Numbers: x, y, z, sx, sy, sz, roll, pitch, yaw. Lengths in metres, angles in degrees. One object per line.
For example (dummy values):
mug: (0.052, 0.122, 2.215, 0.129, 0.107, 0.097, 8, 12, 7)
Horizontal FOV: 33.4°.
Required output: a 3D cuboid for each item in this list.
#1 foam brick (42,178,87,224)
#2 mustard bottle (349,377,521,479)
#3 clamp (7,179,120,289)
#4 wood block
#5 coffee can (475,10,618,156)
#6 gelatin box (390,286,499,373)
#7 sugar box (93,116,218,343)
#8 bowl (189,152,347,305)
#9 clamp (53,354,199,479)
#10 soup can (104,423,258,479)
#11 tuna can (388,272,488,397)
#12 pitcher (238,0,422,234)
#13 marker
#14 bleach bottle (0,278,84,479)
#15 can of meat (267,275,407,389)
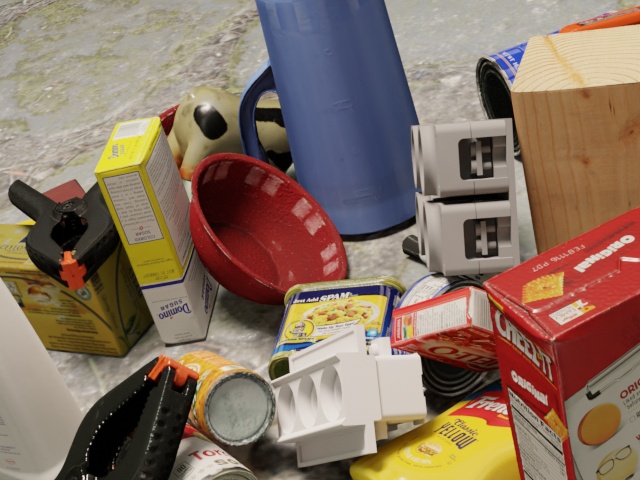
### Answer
foam brick: (-0.250, -0.011, 1.068, 0.051, 0.078, 0.053, -24, 32, -17)
mustard bottle: (0.120, 0.128, 0.684, 0.191, 0.058, 0.096, -27, 20, -19)
clamp: (-0.220, -0.017, 0.910, 0.120, 0.039, 0.171, -14, 32, 8)
wood block: (0.202, -0.039, 0.772, 0.090, 0.206, 0.090, -2, 34, 23)
coffee can: (0.237, -0.154, 1.046, 0.140, 0.103, 0.103, -20, 31, -7)
gelatin box: (0.103, 0.062, 0.705, 0.073, 0.089, 0.030, -21, 57, 47)
sugar box: (-0.136, -0.008, 0.911, 0.048, 0.176, 0.093, -8, 30, 9)
bowl: (-0.056, 0.001, 0.927, 0.055, 0.162, 0.162, -47, 16, 31)
clamp: (-0.144, 0.171, 0.680, 0.210, 0.036, 0.165, -52, 39, 6)
soup can: (-0.093, 0.163, 0.718, 0.068, 0.068, 0.102, -33, 34, -26)
tuna can: (0.090, 0.067, 0.771, 0.086, 0.086, 0.034, -34, 30, -27)
pitcher: (0.010, -0.133, 0.982, 0.149, 0.243, 0.145, -37, 35, -31)
marker: (0.110, 0.020, 0.904, 0.020, 0.020, 0.121, -31, 33, -24)
bleach bottle: (-0.248, 0.066, 0.770, 0.103, 0.251, 0.068, 5, 37, 31)
can of meat: (0.016, 0.078, 0.819, 0.102, 0.057, 0.084, -6, 34, 17)
